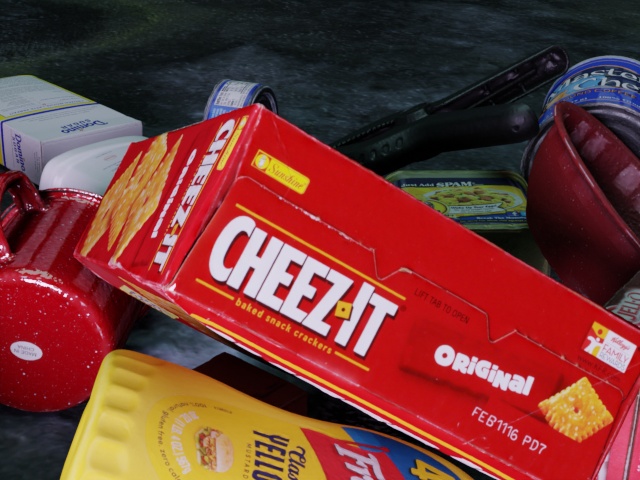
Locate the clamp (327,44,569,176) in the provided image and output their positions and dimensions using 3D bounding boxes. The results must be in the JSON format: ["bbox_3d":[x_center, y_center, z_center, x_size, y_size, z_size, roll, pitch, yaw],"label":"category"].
[{"bbox_3d":[0.081,-0.084,0.777,0.210,0.036,0.164,-16,17,34],"label":"clamp"}]

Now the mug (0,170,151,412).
[{"bbox_3d":[-0.137,0.021,0.531,0.093,0.117,0.081,-12,26,11],"label":"mug"}]

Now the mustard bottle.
[{"bbox_3d":[0.006,0.104,0.365,0.191,0.058,0.096,19,31,-10],"label":"mustard bottle"}]

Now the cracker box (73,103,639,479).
[{"bbox_3d":[-0.001,0.021,0.428,0.164,0.072,0.214,29,-7,-18],"label":"cracker box"}]

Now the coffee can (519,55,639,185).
[{"bbox_3d":[0.203,-0.067,0.765,0.103,0.103,0.140,8,24,15],"label":"coffee can"}]

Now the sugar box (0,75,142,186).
[{"bbox_3d":[-0.233,-0.093,0.884,0.093,0.048,0.176,-18,33,-38],"label":"sugar box"}]

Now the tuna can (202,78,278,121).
[{"bbox_3d":[-0.060,-0.076,0.798,0.034,0.086,0.086,9,24,14],"label":"tuna can"}]
